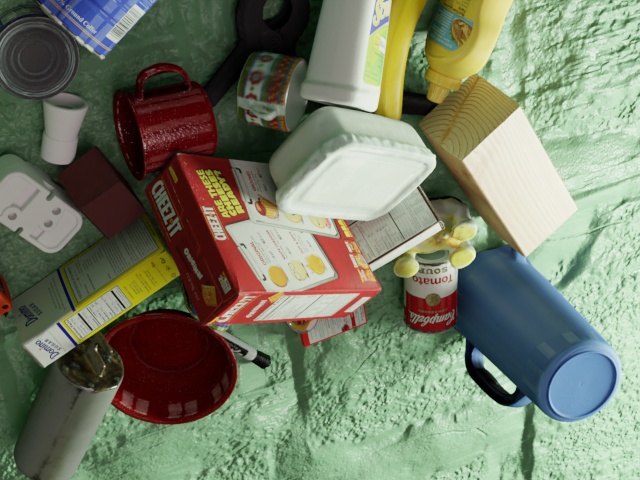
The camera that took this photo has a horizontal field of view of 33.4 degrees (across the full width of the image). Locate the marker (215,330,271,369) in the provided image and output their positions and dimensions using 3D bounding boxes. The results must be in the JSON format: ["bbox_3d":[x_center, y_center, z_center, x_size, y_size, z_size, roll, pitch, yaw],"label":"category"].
[{"bbox_3d":[-0.104,0.123,1.273,0.121,0.020,0.020,35,99,-35],"label":"marker"}]

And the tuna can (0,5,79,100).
[{"bbox_3d":[-0.273,-0.177,1.015,0.086,0.034,0.086,-11,121,-20],"label":"tuna can"}]

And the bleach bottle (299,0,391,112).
[{"bbox_3d":[0.041,-0.259,1.063,0.102,0.068,0.251,-6,107,-71],"label":"bleach bottle"}]

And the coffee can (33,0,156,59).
[{"bbox_3d":[-0.189,-0.251,0.972,0.140,0.103,0.102,-46,126,4],"label":"coffee can"}]

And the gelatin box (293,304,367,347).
[{"bbox_3d":[0.009,0.080,1.296,0.089,0.030,0.073,-20,122,-14],"label":"gelatin box"}]

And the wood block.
[{"bbox_3d":[0.209,-0.084,1.242,0.091,0.090,0.206,-42,135,1],"label":"wood block"}]

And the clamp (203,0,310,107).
[{"bbox_3d":[-0.046,-0.206,1.106,0.120,0.039,0.172,4,122,-34],"label":"clamp"}]

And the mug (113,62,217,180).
[{"bbox_3d":[-0.155,-0.124,1.067,0.081,0.093,0.117,-16,128,-22],"label":"mug"}]

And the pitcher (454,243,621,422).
[{"bbox_3d":[0.255,0.125,1.305,0.145,0.243,0.149,-30,120,-4],"label":"pitcher"}]

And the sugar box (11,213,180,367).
[{"bbox_3d":[-0.237,0.050,1.124,0.176,0.093,0.048,-36,125,-2],"label":"sugar box"}]

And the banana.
[{"bbox_3d":[0.088,-0.210,1.133,0.069,0.037,0.198,18,92,-36],"label":"banana"}]

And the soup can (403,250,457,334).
[{"bbox_3d":[0.136,0.055,1.319,0.068,0.069,0.102,-14,121,-18],"label":"soup can"}]

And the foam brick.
[{"bbox_3d":[-0.222,-0.047,1.084,0.051,0.053,0.078,-36,153,-4],"label":"foam brick"}]

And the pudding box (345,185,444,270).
[{"bbox_3d":[0.068,-0.025,1.193,0.113,0.090,0.039,-31,165,6],"label":"pudding box"}]

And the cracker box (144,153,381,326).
[{"bbox_3d":[-0.057,0.001,1.097,0.213,0.164,0.072,1,145,-48],"label":"cracker box"}]

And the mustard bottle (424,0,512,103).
[{"bbox_3d":[0.159,-0.238,1.147,0.058,0.096,0.192,11,111,-31],"label":"mustard bottle"}]

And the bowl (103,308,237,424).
[{"bbox_3d":[-0.173,0.131,1.205,0.162,0.055,0.162,0,123,-1],"label":"bowl"}]
